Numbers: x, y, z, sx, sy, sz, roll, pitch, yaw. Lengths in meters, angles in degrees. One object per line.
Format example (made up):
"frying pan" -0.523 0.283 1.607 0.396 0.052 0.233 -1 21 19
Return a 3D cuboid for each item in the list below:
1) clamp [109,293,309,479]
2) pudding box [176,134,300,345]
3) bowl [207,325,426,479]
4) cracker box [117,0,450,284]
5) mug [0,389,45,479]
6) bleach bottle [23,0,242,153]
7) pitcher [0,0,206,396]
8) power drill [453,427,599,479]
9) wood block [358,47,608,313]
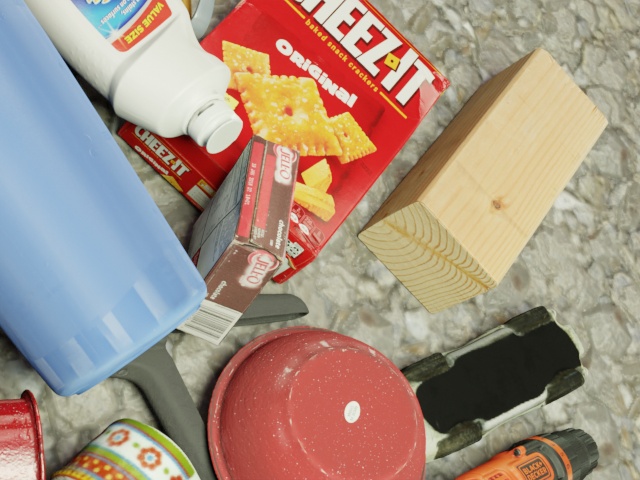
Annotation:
"clamp" -0.108 0.055 0.718 0.210 0.036 0.164 39 52 -12
"pudding box" -0.055 0.001 0.686 0.039 0.114 0.090 23 49 -17
"bowl" 0.011 0.122 0.697 0.162 0.055 0.162 12 59 -22
"cracker box" -0.020 -0.101 0.803 0.164 0.072 0.213 44 57 -8
"mug" -0.207 0.144 0.608 0.081 0.093 0.117 0 109 -25
"bleach bottle" -0.136 -0.154 0.711 0.102 0.068 0.251 -32 68 -31
"pitcher" -0.172 -0.038 0.628 0.149 0.145 0.243 -37 94 -24
"power drill" 0.188 0.230 0.773 0.184 0.057 0.188 -9 59 -48
"wood block" 0.135 -0.051 0.863 0.091 0.090 0.205 46 57 -8
